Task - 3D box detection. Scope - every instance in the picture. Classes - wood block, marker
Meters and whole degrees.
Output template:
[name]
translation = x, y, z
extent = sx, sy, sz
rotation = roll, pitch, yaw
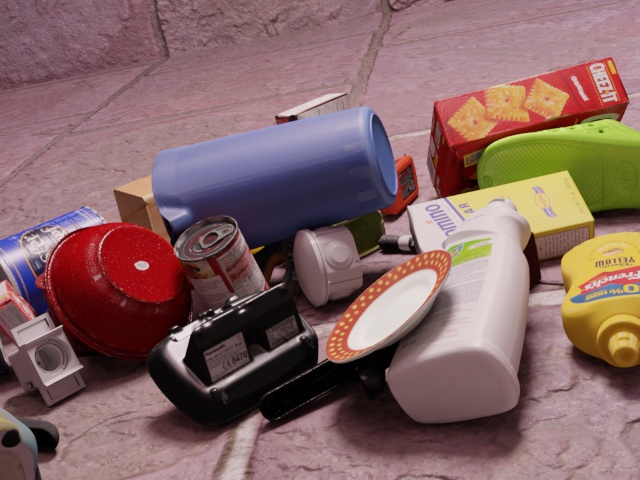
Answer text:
[wood block]
translation = -0.156, -0.056, 1.419
extent = 0.205, 0.090, 0.091
rotation = -24, 23, -31
[marker]
translation = 0.117, 0.003, 1.178
extent = 0.121, 0.020, 0.020
rotation = 0, 23, 34

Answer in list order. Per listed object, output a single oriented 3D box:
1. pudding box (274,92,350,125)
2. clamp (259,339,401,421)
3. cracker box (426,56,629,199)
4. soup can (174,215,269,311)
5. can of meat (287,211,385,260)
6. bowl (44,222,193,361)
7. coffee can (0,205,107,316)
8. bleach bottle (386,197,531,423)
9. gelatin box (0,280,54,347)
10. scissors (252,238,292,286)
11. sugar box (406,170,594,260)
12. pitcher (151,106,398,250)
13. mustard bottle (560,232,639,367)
[pudding box]
translation = -0.002, -0.132, 1.361
extent = 0.039, 0.090, 0.113
rotation = -1, 19, 39
[clamp]
translation = 0.039, 0.101, 0.896
extent = 0.120, 0.039, 0.171
rotation = -9, 17, 43
[cracker box]
translation = 0.240, -0.124, 1.267
extent = 0.213, 0.072, 0.164
rotation = -13, -22, -3
[soup can]
translation = -0.094, 0.035, 1.071
extent = 0.068, 0.102, 0.068
rotation = -17, 34, 12
[can of meat]
translation = 0.012, -0.009, 1.224
extent = 0.101, 0.057, 0.084
rotation = -25, 25, -31
[bowl]
translation = -0.188, 0.037, 1.062
extent = 0.161, 0.162, 0.055
rotation = -36, -9, -49
[coffee can]
translation = -0.319, 0.031, 1.252
extent = 0.140, 0.103, 0.103
rotation = -27, 23, -36
[bleach bottle]
translation = 0.135, 0.041, 0.891
extent = 0.103, 0.068, 0.250
rotation = -18, 27, 33
[gelatin box]
translation = -0.303, 0.089, 1.094
extent = 0.030, 0.089, 0.073
rotation = -38, 23, -8
[scissors]
translation = -0.058, 0.001, 1.188
extent = 0.096, 0.016, 0.201
rotation = -18, 39, 25
[sugar box]
translation = 0.185, -0.014, 1.108
extent = 0.176, 0.048, 0.093
rotation = -11, 38, -1
[pitcher]
translation = -0.045, -0.065, 1.142
extent = 0.243, 0.145, 0.149
rotation = -14, 59, 16
[mustard bottle]
translation = 0.249, 0.053, 0.888
extent = 0.096, 0.058, 0.191
rotation = -8, 20, 16
